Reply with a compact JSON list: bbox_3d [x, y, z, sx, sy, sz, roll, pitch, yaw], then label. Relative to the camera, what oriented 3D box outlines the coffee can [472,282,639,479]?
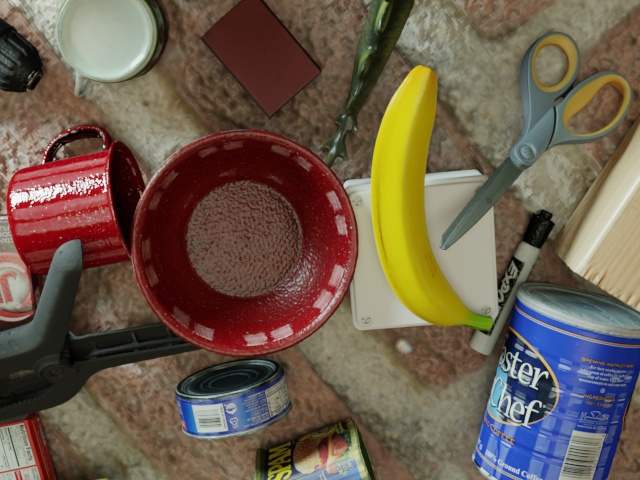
[{"bbox_3d":[0.181,0.113,0.801,0.103,0.103,0.140,12,102,-3],"label":"coffee can"}]

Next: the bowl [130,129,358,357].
[{"bbox_3d":[-0.055,0.001,0.777,0.162,0.055,0.162,0,94,-5],"label":"bowl"}]

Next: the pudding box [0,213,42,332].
[{"bbox_3d":[-0.273,0.029,0.817,0.113,0.039,0.090,-5,102,1],"label":"pudding box"}]

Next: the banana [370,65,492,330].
[{"bbox_3d":[0.068,-0.020,0.750,0.069,0.037,0.198,-20,106,-23],"label":"banana"}]

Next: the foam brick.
[{"bbox_3d":[-0.043,-0.135,0.774,0.051,0.053,0.078,-40,99,8],"label":"foam brick"}]

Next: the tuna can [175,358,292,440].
[{"bbox_3d":[-0.067,0.119,0.812,0.086,0.086,0.034,-11,101,2],"label":"tuna can"}]

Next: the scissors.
[{"bbox_3d":[0.140,-0.081,0.764,0.201,0.016,0.096,-30,87,-20],"label":"scissors"}]

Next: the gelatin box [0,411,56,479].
[{"bbox_3d":[-0.262,0.180,0.854,0.089,0.030,0.073,-12,100,3],"label":"gelatin box"}]

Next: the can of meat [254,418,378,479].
[{"bbox_3d":[-0.002,0.184,0.818,0.084,0.102,0.057,-21,101,2],"label":"can of meat"}]

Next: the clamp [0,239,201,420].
[{"bbox_3d":[-0.189,0.086,0.809,0.210,0.036,0.164,-36,138,25],"label":"clamp"}]

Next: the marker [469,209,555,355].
[{"bbox_3d":[0.149,0.032,0.826,0.020,0.020,0.121,23,101,-5],"label":"marker"}]

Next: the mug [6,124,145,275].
[{"bbox_3d":[-0.178,-0.031,0.786,0.081,0.093,0.117,-10,71,7],"label":"mug"}]
